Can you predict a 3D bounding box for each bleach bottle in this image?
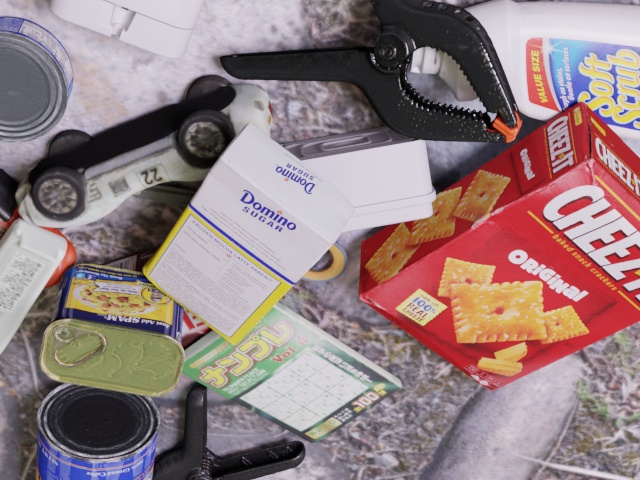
[{"bbox_3d":[0.188,-0.118,0.759,0.251,0.068,0.103,4,127,-1],"label":"bleach bottle"}]

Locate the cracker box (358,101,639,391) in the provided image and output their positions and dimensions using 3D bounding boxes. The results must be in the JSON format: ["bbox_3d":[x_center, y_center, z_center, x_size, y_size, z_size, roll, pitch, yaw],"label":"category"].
[{"bbox_3d":[0.160,0.017,0.808,0.164,0.072,0.214,37,129,-28],"label":"cracker box"}]

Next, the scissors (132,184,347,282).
[{"bbox_3d":[-0.060,-0.008,0.847,0.201,0.016,0.096,-2,119,-1],"label":"scissors"}]

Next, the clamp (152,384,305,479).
[{"bbox_3d":[-0.110,0.201,0.972,0.172,0.039,0.120,-40,104,24],"label":"clamp"}]

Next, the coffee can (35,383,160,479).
[{"bbox_3d":[-0.197,0.205,0.932,0.102,0.103,0.140,7,123,-7],"label":"coffee can"}]

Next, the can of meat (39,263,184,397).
[{"bbox_3d":[-0.153,0.065,0.804,0.102,0.084,0.057,11,120,-11],"label":"can of meat"}]

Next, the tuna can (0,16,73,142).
[{"bbox_3d":[-0.221,-0.115,0.761,0.086,0.034,0.086,-1,123,-2],"label":"tuna can"}]

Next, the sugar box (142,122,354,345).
[{"bbox_3d":[-0.055,0.001,0.749,0.093,0.048,0.176,38,140,-5],"label":"sugar box"}]

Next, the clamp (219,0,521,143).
[{"bbox_3d":[0.040,-0.126,0.725,0.210,0.036,0.165,41,117,0],"label":"clamp"}]
